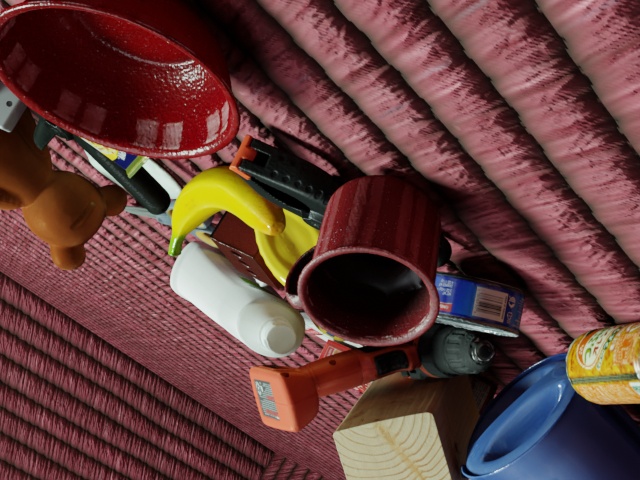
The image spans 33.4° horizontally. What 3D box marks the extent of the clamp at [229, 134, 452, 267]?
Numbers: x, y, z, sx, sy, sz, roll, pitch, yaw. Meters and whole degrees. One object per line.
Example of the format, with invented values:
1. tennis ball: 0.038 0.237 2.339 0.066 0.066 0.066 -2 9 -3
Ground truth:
1. clamp: 0.005 -0.023 0.804 0.171 0.039 0.120 31 161 -15

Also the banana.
1. banana: -0.081 -0.030 0.902 0.037 0.069 0.198 -9 179 -31

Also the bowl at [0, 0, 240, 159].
1. bowl: -0.120 -0.115 0.661 0.162 0.055 0.162 13 155 6

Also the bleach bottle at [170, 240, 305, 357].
1. bleach bottle: -0.080 0.065 1.085 0.102 0.068 0.251 25 -178 -20

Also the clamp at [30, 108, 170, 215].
1. clamp: -0.213 -0.102 0.940 0.165 0.036 0.210 30 161 15

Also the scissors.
1. scissors: -0.152 -0.016 1.172 0.096 0.016 0.202 36 165 -20

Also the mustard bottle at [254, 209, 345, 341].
1. mustard bottle: 0.003 0.039 0.947 0.096 0.058 0.191 54 179 28

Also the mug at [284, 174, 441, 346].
1. mug: 0.028 0.014 0.721 0.117 0.081 0.093 -20 126 30

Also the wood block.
1. wood block: 0.088 0.178 0.985 0.090 0.091 0.206 -15 -176 16

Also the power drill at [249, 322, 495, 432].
1. power drill: 0.043 0.116 0.949 0.185 0.187 0.057 164 92 -68

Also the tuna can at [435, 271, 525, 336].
1. tuna can: 0.108 0.047 0.797 0.086 0.034 0.086 12 174 1

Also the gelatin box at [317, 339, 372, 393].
1. gelatin box: 0.038 0.142 1.155 0.073 0.030 0.089 24 166 11

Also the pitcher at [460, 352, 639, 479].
1. pitcher: 0.248 0.212 0.871 0.243 0.145 0.149 43 168 -7

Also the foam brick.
1. foam brick: -0.056 0.001 0.974 0.053 0.051 0.078 23 164 26
